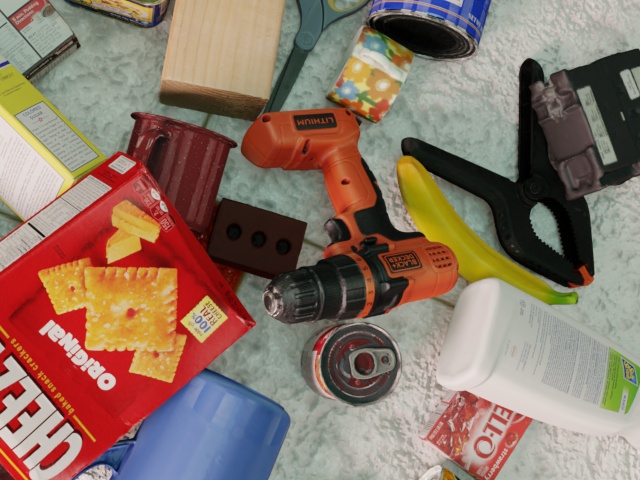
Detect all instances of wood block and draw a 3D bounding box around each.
[{"bbox_3d":[-0.076,-0.217,0.914,0.090,0.091,0.206,10,83,-9],"label":"wood block"}]

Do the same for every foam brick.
[{"bbox_3d":[-0.056,0.001,0.916,0.078,0.051,0.053,16,82,-8],"label":"foam brick"}]

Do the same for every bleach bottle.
[{"bbox_3d":[0.225,0.127,0.930,0.250,0.068,0.102,28,66,-20],"label":"bleach bottle"}]

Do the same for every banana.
[{"bbox_3d":[0.135,0.002,0.944,0.198,0.070,0.037,38,44,-4],"label":"banana"}]

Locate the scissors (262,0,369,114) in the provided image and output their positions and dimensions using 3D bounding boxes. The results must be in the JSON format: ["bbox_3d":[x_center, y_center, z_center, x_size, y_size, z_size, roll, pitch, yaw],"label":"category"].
[{"bbox_3d":[-0.024,-0.197,0.960,0.096,0.016,0.201,41,79,-2],"label":"scissors"}]

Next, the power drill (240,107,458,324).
[{"bbox_3d":[0.005,-0.020,0.874,0.184,0.057,0.188,-8,61,-37],"label":"power drill"}]

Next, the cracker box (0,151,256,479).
[{"bbox_3d":[-0.178,0.063,0.795,0.213,0.072,0.164,-40,119,-15],"label":"cracker box"}]

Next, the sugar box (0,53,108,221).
[{"bbox_3d":[-0.255,-0.090,0.855,0.176,0.093,0.048,46,46,7],"label":"sugar box"}]

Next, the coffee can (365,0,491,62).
[{"bbox_3d":[0.108,-0.243,0.943,0.102,0.103,0.140,17,82,-8],"label":"coffee can"}]

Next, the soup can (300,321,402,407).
[{"bbox_3d":[0.024,0.103,0.894,0.068,0.102,0.068,1,84,-10],"label":"soup can"}]

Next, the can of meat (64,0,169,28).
[{"bbox_3d":[-0.173,-0.224,0.901,0.102,0.084,0.057,17,81,-8],"label":"can of meat"}]

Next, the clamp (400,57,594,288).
[{"bbox_3d":[0.175,-0.043,0.966,0.164,0.036,0.210,-26,91,-20],"label":"clamp"}]

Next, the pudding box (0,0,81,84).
[{"bbox_3d":[-0.274,-0.184,0.903,0.090,0.039,0.113,-41,91,-11],"label":"pudding box"}]

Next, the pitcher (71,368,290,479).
[{"bbox_3d":[-0.129,0.220,0.844,0.145,0.149,0.242,18,75,30],"label":"pitcher"}]

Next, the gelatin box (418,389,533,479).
[{"bbox_3d":[0.142,0.160,0.946,0.073,0.030,0.089,37,80,-5],"label":"gelatin box"}]

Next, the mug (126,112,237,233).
[{"bbox_3d":[-0.127,-0.056,0.880,0.093,0.117,0.081,15,87,12],"label":"mug"}]
